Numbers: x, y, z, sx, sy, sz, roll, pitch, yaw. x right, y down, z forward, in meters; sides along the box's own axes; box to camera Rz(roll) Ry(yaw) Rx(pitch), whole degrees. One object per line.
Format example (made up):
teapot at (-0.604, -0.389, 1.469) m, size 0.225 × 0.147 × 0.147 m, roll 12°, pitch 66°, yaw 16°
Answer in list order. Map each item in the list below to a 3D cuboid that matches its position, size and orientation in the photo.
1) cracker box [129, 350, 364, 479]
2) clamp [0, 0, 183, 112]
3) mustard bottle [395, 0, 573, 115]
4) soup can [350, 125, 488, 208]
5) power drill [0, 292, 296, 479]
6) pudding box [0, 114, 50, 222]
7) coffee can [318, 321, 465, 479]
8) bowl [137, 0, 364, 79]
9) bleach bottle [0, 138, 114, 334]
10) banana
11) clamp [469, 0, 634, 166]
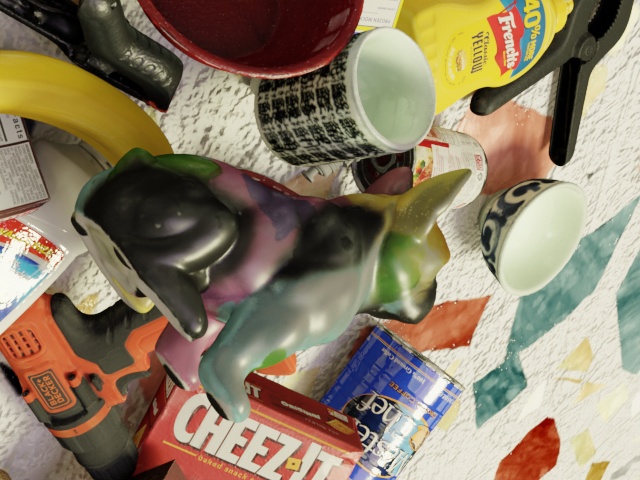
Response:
cracker box at (-0.087, 0.215, 0.868) m, size 0.164 × 0.072 × 0.214 m, roll 26°, pitch 101°, yaw -14°
clamp at (-0.141, -0.123, 0.629) m, size 0.039 × 0.120 × 0.171 m, roll -60°, pitch 161°, yaw -7°
mustard bottle at (0.135, -0.169, 0.870) m, size 0.191 × 0.058 × 0.096 m, roll -25°, pitch 128°, yaw -30°
soup can at (0.084, -0.063, 0.891) m, size 0.102 × 0.069 × 0.068 m, roll 4°, pitch 115°, yaw -46°
power drill at (-0.116, 0.087, 0.752) m, size 0.187 × 0.057 × 0.184 m, roll -20°, pitch 126°, yaw 4°
pudding box at (-0.220, -0.048, 0.602) m, size 0.113 × 0.039 × 0.090 m, roll -18°, pitch 90°, yaw -36°
coffee can at (0.052, 0.162, 0.995) m, size 0.140 × 0.103 × 0.102 m, roll -53°, pitch 140°, yaw 0°
bowl at (-0.055, -0.164, 0.657) m, size 0.161 × 0.162 × 0.055 m, roll -23°, pitch 175°, yaw -31°
bleach bottle at (-0.224, 0.015, 0.660) m, size 0.250 × 0.068 × 0.102 m, roll -45°, pitch 129°, yaw -15°
banana at (-0.140, -0.067, 0.630) m, size 0.037 × 0.069 × 0.197 m, roll -17°, pitch 146°, yaw 28°
clamp at (0.234, -0.171, 0.978) m, size 0.210 × 0.036 × 0.164 m, roll -56°, pitch 139°, yaw 3°
